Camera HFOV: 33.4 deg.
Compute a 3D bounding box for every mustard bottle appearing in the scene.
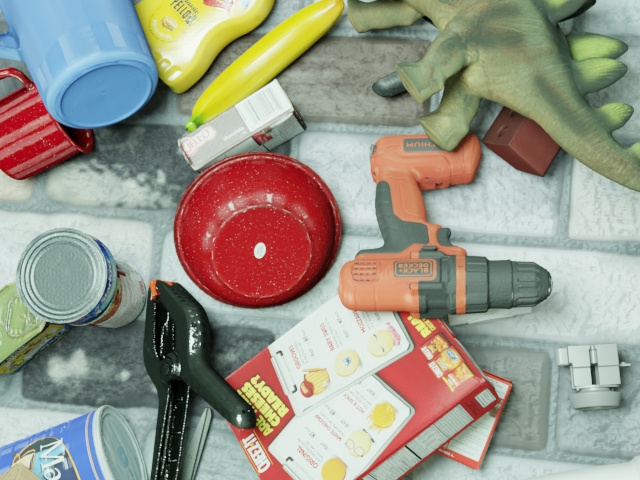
[{"bbox_3d":[-0.103,-0.243,1.067,0.191,0.058,0.096,-41,73,2],"label":"mustard bottle"}]

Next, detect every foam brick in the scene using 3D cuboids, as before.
[{"bbox_3d":[0.199,-0.108,1.000,0.051,0.053,0.078,34,87,-23],"label":"foam brick"}]

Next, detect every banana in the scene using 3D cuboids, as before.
[{"bbox_3d":[-0.057,-0.170,1.050,0.198,0.070,0.037,-43,116,-4],"label":"banana"}]

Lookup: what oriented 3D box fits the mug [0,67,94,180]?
[{"bbox_3d":[-0.291,-0.119,1.058,0.081,0.117,0.093,-26,41,10],"label":"mug"}]

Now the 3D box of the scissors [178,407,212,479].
[{"bbox_3d":[-0.126,0.272,1.035,0.096,0.016,0.202,33,90,9],"label":"scissors"}]

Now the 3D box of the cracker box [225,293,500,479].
[{"bbox_3d":[0.030,0.142,0.972,0.214,0.072,0.164,-38,54,4],"label":"cracker box"}]

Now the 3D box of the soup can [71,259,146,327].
[{"bbox_3d":[-0.214,0.050,1.029,0.068,0.102,0.068,-1,84,8],"label":"soup can"}]

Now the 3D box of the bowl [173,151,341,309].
[{"bbox_3d":[-0.057,0.001,0.997,0.162,0.055,0.162,-2,111,-6],"label":"bowl"}]

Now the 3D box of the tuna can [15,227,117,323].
[{"bbox_3d":[-0.228,0.033,0.962,0.086,0.033,0.086,-1,83,9],"label":"tuna can"}]

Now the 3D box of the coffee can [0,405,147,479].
[{"bbox_3d":[-0.249,0.229,1.015,0.140,0.102,0.103,-22,81,6],"label":"coffee can"}]

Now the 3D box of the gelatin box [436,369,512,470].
[{"bbox_3d":[0.131,0.160,1.002,0.073,0.030,0.089,22,86,11],"label":"gelatin box"}]

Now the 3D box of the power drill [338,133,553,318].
[{"bbox_3d":[0.111,-0.014,0.965,0.184,0.057,0.187,0,49,6],"label":"power drill"}]

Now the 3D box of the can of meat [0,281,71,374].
[{"bbox_3d":[-0.301,0.089,1.047,0.102,0.084,0.057,-38,80,3],"label":"can of meat"}]

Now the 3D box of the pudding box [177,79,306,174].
[{"bbox_3d":[-0.074,-0.103,1.031,0.113,0.090,0.039,-29,82,4],"label":"pudding box"}]

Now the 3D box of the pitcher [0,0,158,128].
[{"bbox_3d":[-0.253,-0.225,1.018,0.149,0.144,0.243,-40,61,28],"label":"pitcher"}]

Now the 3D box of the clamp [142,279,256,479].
[{"bbox_3d":[-0.123,0.122,1.000,0.165,0.036,0.210,-38,53,40],"label":"clamp"}]
